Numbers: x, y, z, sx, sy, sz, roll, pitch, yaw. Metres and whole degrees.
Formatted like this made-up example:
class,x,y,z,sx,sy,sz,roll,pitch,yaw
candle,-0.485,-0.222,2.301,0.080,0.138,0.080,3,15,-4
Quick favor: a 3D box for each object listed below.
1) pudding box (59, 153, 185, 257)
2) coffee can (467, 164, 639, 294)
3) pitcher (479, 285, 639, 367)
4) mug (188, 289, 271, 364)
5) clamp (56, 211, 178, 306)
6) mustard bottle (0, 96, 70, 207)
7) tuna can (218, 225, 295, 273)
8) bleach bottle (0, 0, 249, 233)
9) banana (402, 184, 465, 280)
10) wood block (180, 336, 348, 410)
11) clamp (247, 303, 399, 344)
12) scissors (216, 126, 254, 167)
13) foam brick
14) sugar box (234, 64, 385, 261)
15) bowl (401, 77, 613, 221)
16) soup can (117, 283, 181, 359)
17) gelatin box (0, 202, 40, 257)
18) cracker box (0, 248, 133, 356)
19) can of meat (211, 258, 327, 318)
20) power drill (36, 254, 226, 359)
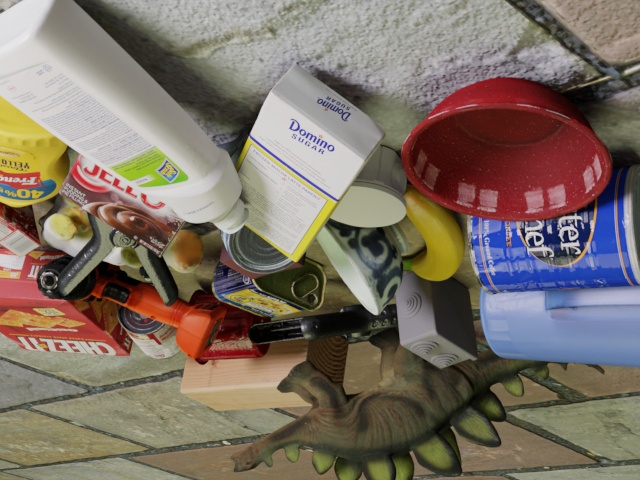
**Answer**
class,x,y,z,sx,sy,sz,roll,pitch,yaw
pudding box,-0.166,-0.051,0.959,0.113,0.039,0.090,32,128,-9
coffee can,0.211,-0.008,0.925,0.140,0.103,0.102,-5,153,28
pitcher,0.278,0.059,1.024,0.243,0.144,0.149,-4,128,32
mug,-0.112,0.105,1.287,0.081,0.093,0.117,-4,-176,15
clamp,-0.199,-0.006,1.040,0.120,0.039,0.171,-4,122,-12
mustard bottle,-0.280,-0.079,0.984,0.096,0.058,0.192,10,157,-11
tuna can,-0.051,-0.012,1.008,0.086,0.034,0.086,-10,124,-14
bleach bottle,-0.154,-0.086,0.853,0.103,0.068,0.250,-14,136,39
banana,0.109,0.001,1.058,0.069,0.037,0.198,5,156,5
wood block,-0.076,0.169,1.430,0.206,0.091,0.090,-9,150,34
clamp,0.038,0.090,1.190,0.209,0.036,0.165,-6,177,-18
scissors,-0.081,-0.087,0.939,0.096,0.016,0.202,1,157,-12
foam brick,-0.057,0.001,1.096,0.078,0.053,0.051,-16,147,41
sugar box,-0.020,-0.060,0.888,0.093,0.048,0.176,37,144,1
bowl,0.146,-0.078,0.836,0.162,0.055,0.162,8,151,5
soup can,-0.212,0.105,1.359,0.068,0.068,0.102,4,156,9
gelatin box,-0.324,-0.035,1.076,0.030,0.073,0.089,-30,145,10
cracker box,-0.344,0.081,1.345,0.164,0.072,0.213,3,156,13
can of meat,-0.059,0.048,1.195,0.102,0.057,0.084,25,153,-33
power drill,-0.204,0.065,1.168,0.187,0.057,0.184,25,-174,5
